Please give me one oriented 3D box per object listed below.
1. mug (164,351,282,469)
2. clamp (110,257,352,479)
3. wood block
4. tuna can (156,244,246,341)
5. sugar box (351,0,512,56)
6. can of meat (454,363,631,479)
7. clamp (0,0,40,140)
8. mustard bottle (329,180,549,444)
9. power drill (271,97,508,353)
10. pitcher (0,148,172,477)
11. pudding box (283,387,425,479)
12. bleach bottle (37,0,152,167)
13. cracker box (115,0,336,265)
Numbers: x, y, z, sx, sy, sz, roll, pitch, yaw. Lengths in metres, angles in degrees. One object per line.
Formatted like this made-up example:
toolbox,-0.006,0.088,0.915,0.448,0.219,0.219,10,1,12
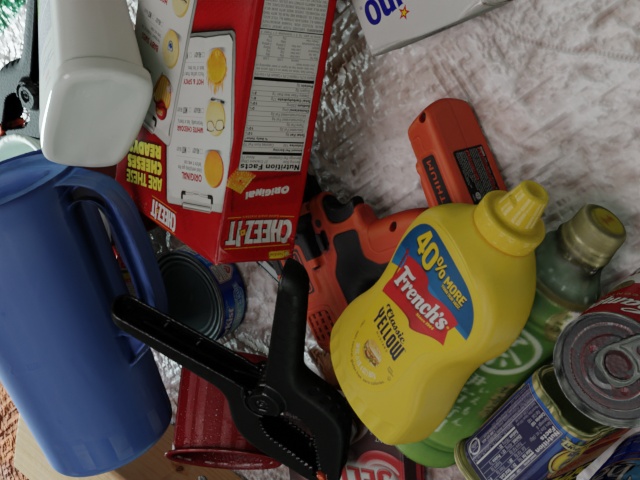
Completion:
mug,-0.072,0.140,0.866,0.093,0.117,0.081,0,70,10
clamp,-0.031,0.098,0.750,0.165,0.036,0.210,-19,119,38
wood block,-0.177,0.214,0.979,0.206,0.090,0.090,32,124,26
tuna can,-0.103,0.045,0.892,0.086,0.033,0.086,15,116,34
sugar box,0.045,-0.214,0.666,0.094,0.048,0.176,-17,95,41
can of meat,0.148,0.119,0.673,0.057,0.101,0.084,54,128,25
clamp,-0.247,-0.143,0.932,0.172,0.039,0.120,-23,90,42
mustard bottle,0.076,0.035,0.643,0.192,0.058,0.096,-56,46,38
power drill,0.033,-0.027,0.742,0.188,0.057,0.184,-27,86,43
pitcher,-0.196,0.057,0.822,0.149,0.144,0.243,28,141,62
pudding box,0.026,0.165,0.831,0.114,0.039,0.090,10,113,36
bleach bottle,-0.179,-0.179,0.786,0.103,0.068,0.251,123,142,-47
cracker box,-0.067,-0.111,0.731,0.164,0.071,0.214,31,117,50
